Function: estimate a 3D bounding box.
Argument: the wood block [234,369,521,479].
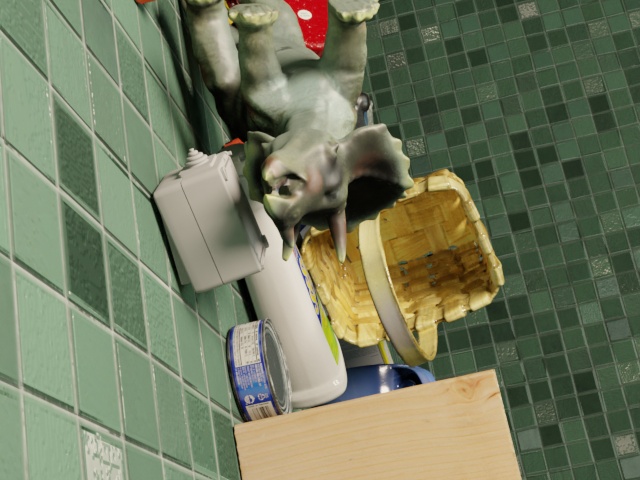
[{"bbox_3d":[0.047,0.172,0.841,0.090,0.206,0.091,56,22,-72],"label":"wood block"}]

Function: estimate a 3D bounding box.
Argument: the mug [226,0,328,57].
[{"bbox_3d":[-0.042,-0.206,1.022,0.117,0.082,0.093,48,51,-2],"label":"mug"}]

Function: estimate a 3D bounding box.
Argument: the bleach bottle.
[{"bbox_3d":[-0.042,0.029,0.989,0.102,0.068,0.251,-100,172,-61],"label":"bleach bottle"}]

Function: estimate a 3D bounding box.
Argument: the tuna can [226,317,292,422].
[{"bbox_3d":[-0.050,0.110,0.889,0.086,0.034,0.086,-13,90,-83],"label":"tuna can"}]
